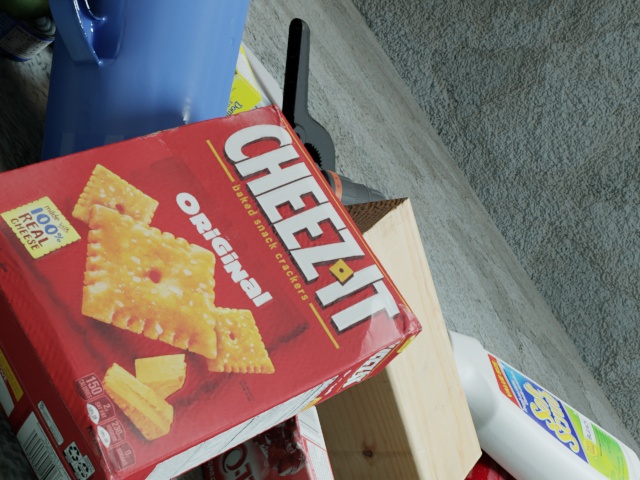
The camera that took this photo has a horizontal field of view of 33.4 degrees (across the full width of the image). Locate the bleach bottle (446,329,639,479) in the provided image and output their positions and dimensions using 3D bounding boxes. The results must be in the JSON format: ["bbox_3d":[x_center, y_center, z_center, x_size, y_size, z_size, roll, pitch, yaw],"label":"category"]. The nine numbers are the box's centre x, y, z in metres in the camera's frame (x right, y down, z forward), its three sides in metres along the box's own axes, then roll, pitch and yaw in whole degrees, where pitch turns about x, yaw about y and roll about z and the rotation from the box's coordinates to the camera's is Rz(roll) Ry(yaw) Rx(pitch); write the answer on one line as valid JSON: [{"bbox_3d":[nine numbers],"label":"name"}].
[{"bbox_3d":[0.166,0.157,0.910,0.250,0.068,0.102,37,28,-14],"label":"bleach bottle"}]

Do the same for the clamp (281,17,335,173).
[{"bbox_3d":[-0.033,-0.122,1.154,0.036,0.164,0.210,18,-31,54],"label":"clamp"}]

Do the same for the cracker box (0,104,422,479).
[{"bbox_3d":[-0.072,0.027,0.560,0.213,0.072,0.164,-21,72,-40],"label":"cracker box"}]

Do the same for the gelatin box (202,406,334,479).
[{"bbox_3d":[-0.031,0.142,0.628,0.030,0.073,0.089,43,19,-36],"label":"gelatin box"}]

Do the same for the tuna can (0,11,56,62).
[{"bbox_3d":[-0.233,-0.174,0.787,0.086,0.034,0.086,50,15,-18],"label":"tuna can"}]

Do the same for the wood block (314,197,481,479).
[{"bbox_3d":[0.035,0.084,0.762,0.090,0.091,0.206,-37,115,-52],"label":"wood block"}]

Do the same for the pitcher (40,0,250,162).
[{"bbox_3d":[-0.116,-0.143,0.689,0.149,0.243,0.145,11,-10,-21],"label":"pitcher"}]
